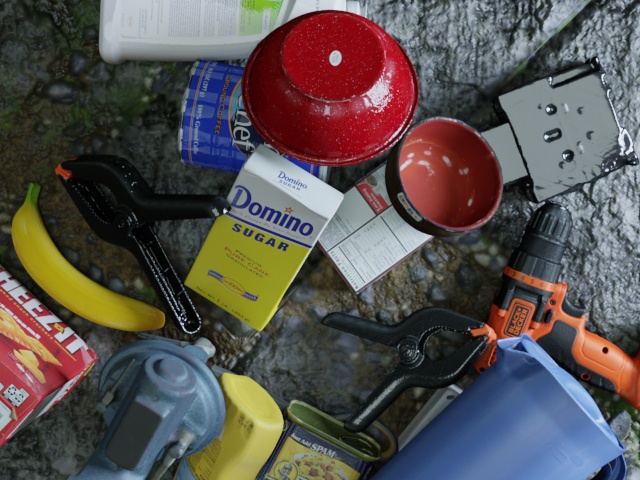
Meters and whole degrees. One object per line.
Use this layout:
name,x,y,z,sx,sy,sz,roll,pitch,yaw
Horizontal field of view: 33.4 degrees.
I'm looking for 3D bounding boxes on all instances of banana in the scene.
banana,-0.245,0.033,1.070,0.069,0.037,0.198,-44,91,6

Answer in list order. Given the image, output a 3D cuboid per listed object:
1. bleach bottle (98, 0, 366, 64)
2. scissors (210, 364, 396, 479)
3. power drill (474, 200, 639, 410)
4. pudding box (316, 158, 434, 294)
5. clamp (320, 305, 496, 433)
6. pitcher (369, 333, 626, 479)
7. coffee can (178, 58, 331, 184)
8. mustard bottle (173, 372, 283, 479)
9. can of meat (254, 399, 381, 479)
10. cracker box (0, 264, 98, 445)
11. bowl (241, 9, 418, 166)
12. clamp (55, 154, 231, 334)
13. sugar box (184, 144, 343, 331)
bleach bottle,-0.082,-0.214,1.029,0.251,0.068,0.102,4,95,1
scissors,-0.025,0.197,1.080,0.202,0.016,0.096,15,95,3
power drill,0.261,0.073,1.033,0.187,0.057,0.184,21,99,5
pudding box,0.053,-0.015,1.048,0.113,0.039,0.090,-36,92,7
clamp,0.080,0.102,1.034,0.171,0.039,0.120,-25,77,12
pitcher,0.146,0.214,0.958,0.243,0.144,0.149,-42,65,9
coffee can,-0.055,-0.111,1.014,0.140,0.103,0.103,10,95,3
mustard bottle,-0.104,0.233,1.048,0.058,0.096,0.192,15,108,-36
can of meat,-0.004,0.218,1.044,0.102,0.057,0.084,27,99,1
cracker box,-0.307,0.092,0.991,0.164,0.213,0.072,44,94,-1
bowl,0.010,-0.148,0.945,0.162,0.055,0.162,1,67,-2
clamp,-0.177,-0.012,1.036,0.210,0.036,0.165,30,127,26
sugar box,-0.057,0.001,1.006,0.093,0.048,0.176,31,135,1
